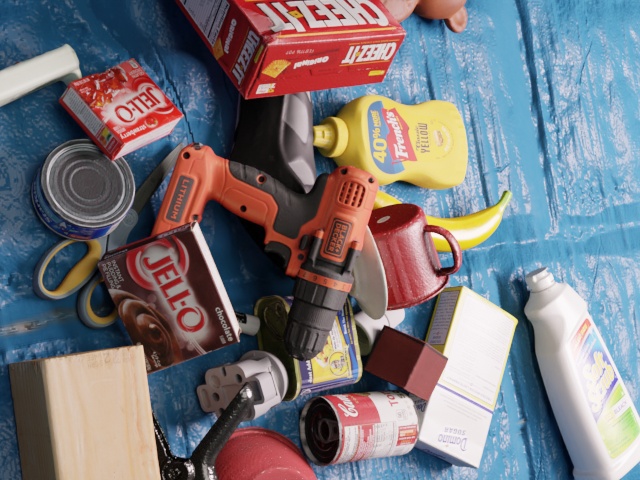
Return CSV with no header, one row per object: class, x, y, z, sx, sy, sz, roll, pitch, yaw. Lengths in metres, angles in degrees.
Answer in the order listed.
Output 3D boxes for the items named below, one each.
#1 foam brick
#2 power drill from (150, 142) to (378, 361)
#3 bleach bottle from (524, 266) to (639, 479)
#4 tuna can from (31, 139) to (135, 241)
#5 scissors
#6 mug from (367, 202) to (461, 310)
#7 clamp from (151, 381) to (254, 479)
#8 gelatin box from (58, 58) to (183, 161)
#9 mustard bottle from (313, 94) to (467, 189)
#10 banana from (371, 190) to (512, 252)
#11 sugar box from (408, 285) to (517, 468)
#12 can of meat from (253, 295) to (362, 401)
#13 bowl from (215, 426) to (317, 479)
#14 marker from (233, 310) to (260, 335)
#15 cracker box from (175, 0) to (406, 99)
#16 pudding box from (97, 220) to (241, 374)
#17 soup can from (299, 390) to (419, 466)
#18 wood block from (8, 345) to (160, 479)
foam brick,0.088,0.126,1.090,0.051,0.053,0.078,-64,150,-6
power drill,-0.056,0.001,0.977,0.187,0.057,0.184,18,90,-3
bleach bottle,0.297,0.153,1.251,0.102,0.068,0.251,-29,97,-35
tuna can,-0.207,-0.045,0.936,0.086,0.034,0.086,10,67,-24
scissors,-0.172,0.001,0.976,0.201,0.016,0.096,-41,108,-32
mug,0.086,0.013,1.082,0.093,0.117,0.081,-46,123,-50
clamp,-0.134,0.196,0.946,0.120,0.039,0.171,13,84,10
gelatin box,-0.176,-0.119,0.956,0.073,0.030,0.089,49,39,4
mustard bottle,0.068,-0.105,1.132,0.191,0.058,0.096,0,82,-34
banana,0.127,-0.022,1.171,0.197,0.037,0.069,-1,90,-31
sugar box,0.150,0.148,1.159,0.093,0.048,0.176,30,71,-28
can of meat,-0.011,0.100,1.047,0.083,0.058,0.102,-7,86,-37
bowl,-0.052,0.256,0.996,0.161,0.055,0.162,5,80,-34
marker,-0.112,0.067,1.005,0.120,0.020,0.020,19,72,-31
cracker box,-0.045,-0.236,1.005,0.163,0.072,0.214,-13,56,-36
pudding box,-0.131,0.050,0.937,0.090,0.039,0.113,-20,105,8
soup can,0.040,0.185,1.062,0.102,0.069,0.068,1,82,-35
wood block,-0.191,0.196,0.887,0.090,0.091,0.206,-6,87,-34
